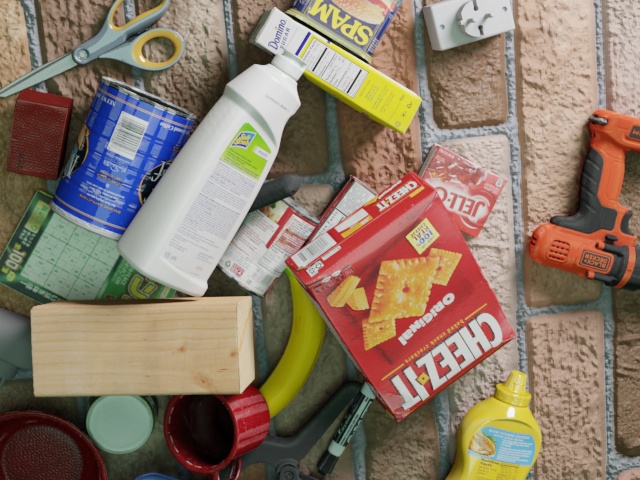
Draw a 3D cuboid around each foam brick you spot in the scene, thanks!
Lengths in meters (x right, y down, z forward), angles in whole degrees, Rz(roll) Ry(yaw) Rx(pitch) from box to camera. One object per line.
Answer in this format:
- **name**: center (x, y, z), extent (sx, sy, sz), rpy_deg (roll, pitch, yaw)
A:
- **foam brick**: center (-0.282, -0.107, 1.074), extent (0.053, 0.051, 0.078), rpy_deg (11, 109, -10)

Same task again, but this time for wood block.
- **wood block**: center (-0.176, 0.105, 1.076), extent (0.206, 0.091, 0.090), rpy_deg (-2, 91, 6)

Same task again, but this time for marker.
- **marker**: center (0.031, 0.212, 1.203), extent (0.020, 0.020, 0.121), rpy_deg (28, 96, -12)

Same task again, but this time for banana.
- **banana**: center (-0.035, 0.121, 1.169), extent (0.070, 0.037, 0.198), rpy_deg (18, 97, 16)

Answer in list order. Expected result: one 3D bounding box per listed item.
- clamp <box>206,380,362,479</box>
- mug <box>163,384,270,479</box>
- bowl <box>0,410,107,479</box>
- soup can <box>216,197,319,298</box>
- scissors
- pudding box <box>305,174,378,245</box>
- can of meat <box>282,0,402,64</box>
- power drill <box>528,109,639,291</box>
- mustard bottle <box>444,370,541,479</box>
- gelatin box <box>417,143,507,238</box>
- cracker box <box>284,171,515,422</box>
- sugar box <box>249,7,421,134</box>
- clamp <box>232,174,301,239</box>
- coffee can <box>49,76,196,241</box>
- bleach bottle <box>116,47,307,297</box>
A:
- **clamp**: center (-0.026, 0.264, 1.183), extent (0.210, 0.036, 0.164), rpy_deg (-21, 90, 4)
- **mug**: center (-0.105, 0.205, 1.134), extent (0.093, 0.081, 0.117), rpy_deg (-8, 89, 27)
- **bowl**: center (-0.304, 0.249, 1.141), extent (0.162, 0.055, 0.162), rpy_deg (0, 102, -1)
- **soup can**: center (-0.057, 0.001, 1.123), extent (0.068, 0.068, 0.102), rpy_deg (35, 95, -13)
- **scissors**: center (-0.224, -0.180, 1.091), extent (0.202, 0.016, 0.096), rpy_deg (-41, 104, 2)
- **pudding box**: center (0.050, -0.002, 1.153), extent (0.113, 0.039, 0.090), rpy_deg (37, 95, -12)
- **can of meat**: center (0.027, -0.242, 1.092), extent (0.102, 0.057, 0.084), rpy_deg (29, 93, -13)
- **power drill**: center (0.339, -0.040, 1.173), extent (0.184, 0.057, 0.188), rpy_deg (14, 99, -10)
- **mustard bottle**: center (0.198, 0.240, 1.210), extent (0.096, 0.058, 0.192), rpy_deg (13, 99, -11)
- **gelatin box**: center (0.147, -0.053, 1.159), extent (0.089, 0.030, 0.073), rpy_deg (26, 97, -12)
- **cracker box**: center (0.088, 0.062, 1.115), extent (0.164, 0.072, 0.213), rpy_deg (-35, 119, -4)
- **sugar box**: center (0.013, -0.173, 1.085), extent (0.176, 0.093, 0.048), rpy_deg (28, 96, -11)
- **clamp**: center (-0.105, -0.048, 1.109), extent (0.172, 0.120, 0.039), rpy_deg (-39, 143, 15)
- **coffee can**: center (-0.198, -0.080, 1.070), extent (0.102, 0.103, 0.140), rpy_deg (22, 97, -11)
- **bleach bottle**: center (-0.090, -0.071, 1.033), extent (0.251, 0.068, 0.102), rpy_deg (-55, 141, 6)
